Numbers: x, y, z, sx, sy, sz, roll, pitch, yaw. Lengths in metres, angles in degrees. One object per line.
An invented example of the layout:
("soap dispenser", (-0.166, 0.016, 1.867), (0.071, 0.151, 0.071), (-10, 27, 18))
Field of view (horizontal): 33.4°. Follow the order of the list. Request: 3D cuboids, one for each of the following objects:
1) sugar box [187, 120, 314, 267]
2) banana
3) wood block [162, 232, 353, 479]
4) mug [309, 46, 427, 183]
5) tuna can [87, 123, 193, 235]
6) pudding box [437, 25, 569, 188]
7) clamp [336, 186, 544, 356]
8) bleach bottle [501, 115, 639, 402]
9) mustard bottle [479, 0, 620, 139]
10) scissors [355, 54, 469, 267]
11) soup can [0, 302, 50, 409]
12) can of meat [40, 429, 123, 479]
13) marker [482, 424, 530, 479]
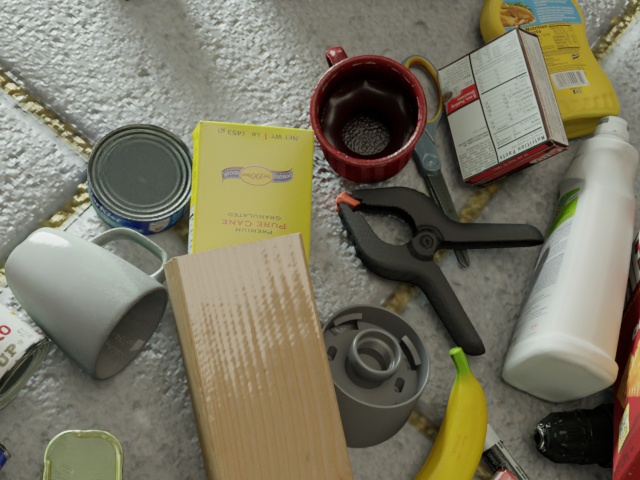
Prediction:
("sugar box", (-0.055, 0.001, 0.820), (0.093, 0.048, 0.176), (3, 81, -12))
("banana", (0.076, 0.179, 0.796), (0.069, 0.037, 0.197), (35, 73, -11))
("wood block", (-0.043, 0.106, 0.744), (0.090, 0.090, 0.206), (-12, 88, -14))
("mug", (0.034, -0.104, 0.877), (0.093, 0.081, 0.117), (-28, 79, -3))
("tuna can", (-0.143, -0.048, 0.850), (0.086, 0.034, 0.086), (5, 67, -11))
("pudding box", (0.154, -0.113, 0.913), (0.039, 0.090, 0.113), (10, 63, -49))
("clamp", (0.095, 0.001, 0.876), (0.171, 0.039, 0.120), (38, 70, 7))
("bleach bottle", (0.219, 0.003, 0.874), (0.068, 0.103, 0.250), (24, 65, -8))
("mustard bottle", (0.197, -0.186, 0.974), (0.096, 0.058, 0.191), (-10, 70, -16))
("scissors", (0.075, -0.073, 0.921), (0.096, 0.016, 0.202), (2, 67, -10))
("soup can", (-0.253, 0.067, 0.757), (0.102, 0.069, 0.068), (37, 64, 3))
("can of meat", (-0.161, 0.184, 0.720), (0.057, 0.084, 0.102), (2, 67, -12))
("marker", (0.159, 0.196, 0.825), (0.020, 0.020, 0.121), (-32, 78, -23))
